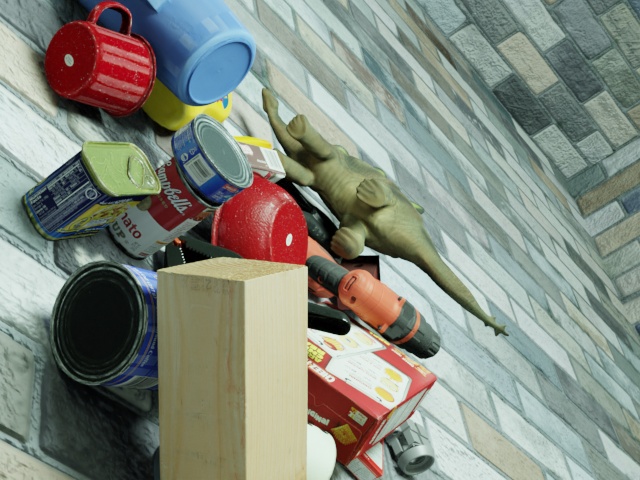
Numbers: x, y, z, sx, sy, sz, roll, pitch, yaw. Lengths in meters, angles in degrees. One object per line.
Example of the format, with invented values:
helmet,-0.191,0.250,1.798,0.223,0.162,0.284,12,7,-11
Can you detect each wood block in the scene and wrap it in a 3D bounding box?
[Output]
wood block,-0.070,0.123,0.860,0.090,0.090,0.206,-12,105,-57

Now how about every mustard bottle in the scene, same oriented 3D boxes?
mustard bottle,-0.160,-0.185,1.339,0.096,0.058,0.191,52,19,7

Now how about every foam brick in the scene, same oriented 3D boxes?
foam brick,0.052,0.057,1.441,0.078,0.053,0.051,-67,155,-68

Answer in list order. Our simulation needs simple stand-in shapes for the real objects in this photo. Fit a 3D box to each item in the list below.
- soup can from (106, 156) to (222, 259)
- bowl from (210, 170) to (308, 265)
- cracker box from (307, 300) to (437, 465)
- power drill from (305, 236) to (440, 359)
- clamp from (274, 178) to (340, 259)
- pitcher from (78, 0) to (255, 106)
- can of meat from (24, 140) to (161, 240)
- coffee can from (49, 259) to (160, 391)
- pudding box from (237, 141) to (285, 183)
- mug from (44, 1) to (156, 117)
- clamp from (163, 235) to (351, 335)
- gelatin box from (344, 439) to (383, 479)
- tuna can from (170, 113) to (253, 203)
soup can,-0.156,-0.035,1.062,0.068,0.102,0.068,46,23,-26
bowl,-0.058,0.001,1.192,0.161,0.055,0.162,-1,92,-64
cracker box,0.016,0.147,1.154,0.164,0.072,0.213,34,16,16
power drill,0.048,0.068,1.308,0.188,0.057,0.184,28,-11,48
clamp,-0.017,-0.025,1.453,0.171,0.039,0.120,42,25,-25
pitcher,-0.188,-0.269,1.207,0.148,0.145,0.243,-20,58,-43
can of meat,-0.210,-0.045,0.982,0.057,0.084,0.102,59,21,8
coffee can,-0.146,0.078,0.918,0.140,0.103,0.103,20,42,-58
pudding box,-0.104,-0.075,1.258,0.113,0.090,0.039,9,53,-64
mug,-0.231,-0.195,1.126,0.093,0.117,0.081,22,7,32
clamp,-0.082,0.058,1.069,0.164,0.036,0.210,-18,48,-31
gelatin box,0.039,0.225,1.223,0.073,0.030,0.089,48,21,-20
tuna can,-0.106,-0.079,1.041,0.086,0.034,0.086,46,23,-26
